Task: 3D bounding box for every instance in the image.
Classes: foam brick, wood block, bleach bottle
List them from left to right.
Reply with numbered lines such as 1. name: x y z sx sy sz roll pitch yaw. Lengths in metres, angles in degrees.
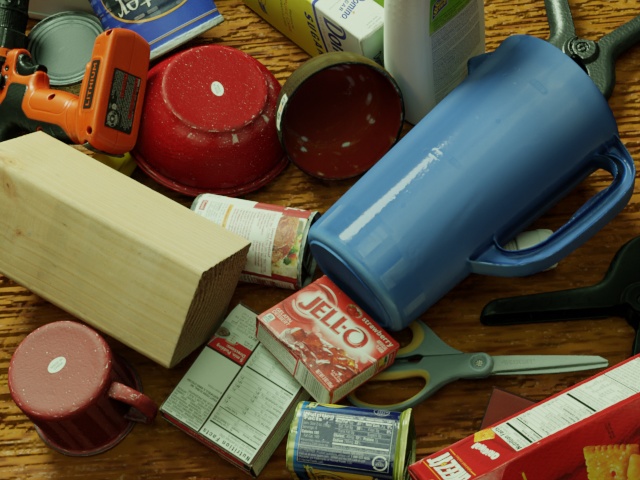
1. wood block: -0.173 0.003 0.843 0.206 0.090 0.090 27 24 12
2. bleach bottle: 0.096 -0.198 0.872 0.068 0.251 0.102 37 72 21
3. foam brick: 0.157 0.151 0.800 0.078 0.053 0.051 19 67 14

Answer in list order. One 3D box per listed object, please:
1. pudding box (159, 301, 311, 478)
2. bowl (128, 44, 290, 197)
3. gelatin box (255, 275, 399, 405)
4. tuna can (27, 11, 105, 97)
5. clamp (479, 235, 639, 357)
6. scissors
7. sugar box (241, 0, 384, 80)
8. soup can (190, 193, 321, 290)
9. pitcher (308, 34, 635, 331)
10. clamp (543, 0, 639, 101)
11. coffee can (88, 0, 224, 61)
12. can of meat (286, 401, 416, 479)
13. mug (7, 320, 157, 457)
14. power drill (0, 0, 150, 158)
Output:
1. pudding box: -0.059 0.117 0.848 0.090 0.039 0.113 30 71 16
2. bowl: -0.095 -0.119 0.942 0.162 0.055 0.162 4 61 -8
3. gelatin box: 0.004 0.076 0.826 0.073 0.030 0.089 -30 60 -30
4. tuna can: -0.238 -0.174 1.017 0.086 0.034 0.086 -3 63 5
5. clamp: 0.244 0.051 0.851 0.165 0.036 0.210 40 77 22
6. scissors: 0.114 0.083 0.843 0.202 0.016 0.096 -16 56 8
7. sugar box: -0.007 -0.213 0.980 0.048 0.093 0.176 -40 66 -14
8. soup can: -0.056 0.001 0.890 0.102 0.068 0.068 10 65 11
9. pitcher: 0.117 -0.036 0.847 0.242 0.149 0.145 -41 105 -12
10. clamp: 0.227 -0.174 0.966 0.120 0.039 0.171 29 70 20
11. coffee can: -0.165 -0.238 0.968 0.102 0.103 0.140 -30 102 -10
12. can of meat: 0.025 0.157 0.784 0.084 0.102 0.057 5 64 11
13. mug: -0.183 0.117 0.836 0.117 0.081 0.093 17 66 14
14. power drill: -0.239 -0.148 0.941 0.188 0.057 0.184 6 88 32
